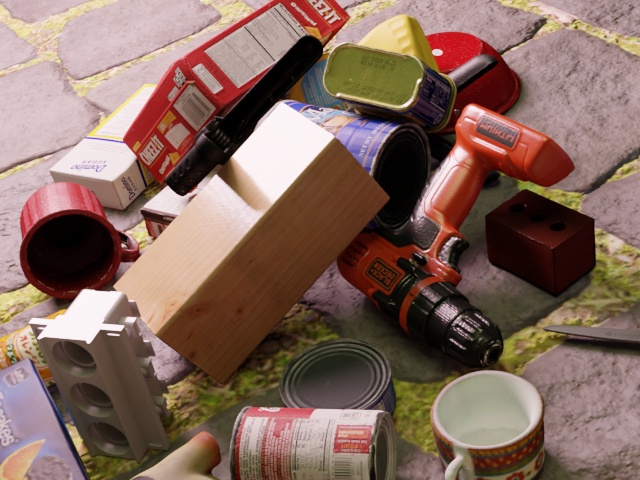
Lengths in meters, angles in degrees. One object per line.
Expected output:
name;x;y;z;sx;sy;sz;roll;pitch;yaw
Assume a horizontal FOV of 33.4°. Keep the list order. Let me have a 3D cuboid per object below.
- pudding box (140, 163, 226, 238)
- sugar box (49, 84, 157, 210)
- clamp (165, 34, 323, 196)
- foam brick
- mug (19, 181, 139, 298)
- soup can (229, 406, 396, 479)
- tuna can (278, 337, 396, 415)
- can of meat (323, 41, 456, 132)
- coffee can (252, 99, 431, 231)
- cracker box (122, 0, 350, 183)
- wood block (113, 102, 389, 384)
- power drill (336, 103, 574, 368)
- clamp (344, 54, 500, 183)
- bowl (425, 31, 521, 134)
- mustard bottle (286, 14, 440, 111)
pudding box;-0.108;-0.041;1.056;0.090;0.039;0.113;12;41;34
sugar box;-0.204;-0.105;1.171;0.093;0.048;0.176;11;47;31
clamp;-0.092;-0.084;0.937;0.210;0.036;0.164;-38;10;48
foam brick;0.183;0.000;0.888;0.053;0.051;0.078;-33;40;-25
mug;-0.230;-0.003;1.016;0.117;0.093;0.081;8;23;-24
soup can;-0.004;0.150;0.737;0.102;0.068;0.068;-1;38;17
tuna can;0.014;0.115;0.807;0.086;0.034;0.086;-9;36;7
can of meat;0.063;-0.141;0.981;0.102;0.057;0.083;16;1;26
coffee can;0.017;-0.071;0.997;0.141;0.103;0.102;15;45;34
cracker box;-0.088;-0.169;1.109;0.213;0.072;0.164;-42;1;-38
wood block;-0.055;0.002;0.872;0.206;0.090;0.091;-48;42;-3
power drill;0.117;-0.007;0.853;0.187;0.057;0.185;-53;45;-1
clamp;0.097;-0.105;1.032;0.172;0.120;0.039;-9;-6;26
bowl;0.132;-0.179;1.145;0.162;0.055;0.162;-10;36;7
mustard bottle;0.026;-0.152;1.104;0.192;0.096;0.058;-22;-3;25
